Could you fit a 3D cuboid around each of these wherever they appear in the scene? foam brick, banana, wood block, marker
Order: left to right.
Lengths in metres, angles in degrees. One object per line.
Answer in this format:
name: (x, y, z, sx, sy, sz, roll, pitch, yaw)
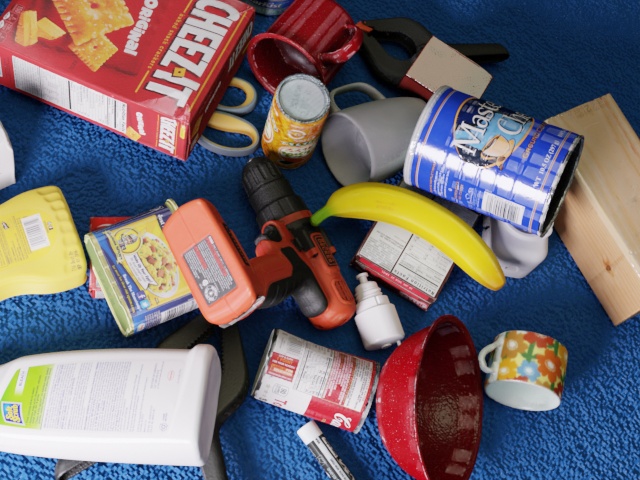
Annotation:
marker: (0.021, 0.216, 0.963, 0.020, 0.020, 0.121, -32, 78, -22)
banana: (0.089, -0.012, 1.019, 0.197, 0.037, 0.069, 19, 73, -4)
foam brick: (0.127, -0.161, 1.089, 0.078, 0.051, 0.053, 35, 81, 0)
wood block: (0.296, -0.031, 1.085, 0.090, 0.091, 0.206, -23, 75, -19)

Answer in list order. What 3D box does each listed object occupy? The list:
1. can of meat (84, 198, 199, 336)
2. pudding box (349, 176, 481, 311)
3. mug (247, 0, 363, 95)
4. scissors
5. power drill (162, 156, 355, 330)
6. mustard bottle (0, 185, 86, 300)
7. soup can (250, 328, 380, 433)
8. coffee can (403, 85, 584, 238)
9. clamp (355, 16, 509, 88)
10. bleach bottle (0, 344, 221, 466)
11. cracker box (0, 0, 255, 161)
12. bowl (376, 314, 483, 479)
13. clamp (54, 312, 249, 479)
can of meat: (-0.152, 0.026, 0.948, 0.083, 0.057, 0.102, -22, 77, -22)
pudding box: (0.095, 0.000, 1.058, 0.090, 0.039, 0.113, 31, 67, 1)
mug: (-0.006, -0.196, 1.079, 0.081, 0.117, 0.093, -53, 125, -30)
scissors: (-0.150, -0.147, 1.077, 0.201, 0.016, 0.096, 23, 64, -2)
power drill: (-0.056, 0.001, 0.960, 0.187, 0.057, 0.184, -5, 61, -59)
mustard bottle: (-0.312, 0.020, 0.950, 0.191, 0.058, 0.096, -17, 71, -18)
soup can: (-0.005, 0.126, 0.967, 0.102, 0.069, 0.068, 19, 65, -3)
coffee can: (0.163, -0.075, 1.008, 0.140, 0.103, 0.102, 23, 64, 17)
clamp: (0.118, -0.195, 1.142, 0.171, 0.039, 0.120, 35, 65, -1)
bleach bottle: (-0.216, 0.133, 0.902, 0.251, 0.068, 0.102, 3, 59, 6)
cracker box: (-0.193, -0.195, 1.045, 0.213, 0.072, 0.164, 23, 61, 3)
bowl: (0.093, 0.147, 0.958, 0.055, 0.162, 0.162, -3, 63, 28)
clamp: (-0.113, 0.155, 0.947, 0.164, 0.036, 0.209, 26, 65, 6)
